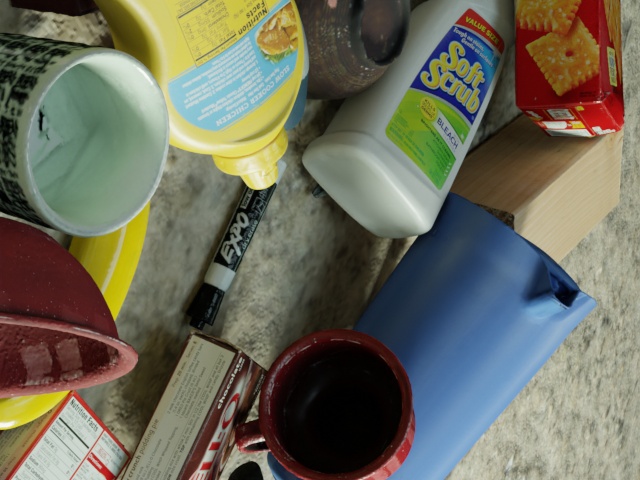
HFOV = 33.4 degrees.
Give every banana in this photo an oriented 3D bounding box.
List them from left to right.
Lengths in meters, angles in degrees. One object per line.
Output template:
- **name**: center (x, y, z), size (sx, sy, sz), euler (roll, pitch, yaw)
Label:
- **banana**: center (-0.132, 0.023, 0.566), size (0.197, 0.037, 0.069), euler (-62, 144, -16)

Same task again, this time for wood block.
- **wood block**: center (0.178, -0.037, 0.927), size (0.205, 0.090, 0.091), euler (-37, 131, -42)

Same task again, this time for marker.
- **marker**: center (-0.054, 0.001, 0.682), size (0.020, 0.020, 0.121), euler (39, 71, -53)

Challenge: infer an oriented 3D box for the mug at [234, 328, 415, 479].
- **mug**: center (0.004, 0.113, 0.666), size (0.081, 0.117, 0.093), euler (60, 13, -68)

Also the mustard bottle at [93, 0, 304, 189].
- **mustard bottle**: center (-0.055, -0.100, 0.510), size (0.096, 0.058, 0.191), euler (-43, 136, -23)

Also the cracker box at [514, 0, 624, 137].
- **cracker box**: center (0.200, -0.198, 0.841), size (0.164, 0.072, 0.214), euler (8, 83, -69)

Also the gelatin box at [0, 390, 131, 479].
- **gelatin box**: center (-0.153, 0.132, 0.588), size (0.089, 0.030, 0.073), euler (-57, 142, -27)

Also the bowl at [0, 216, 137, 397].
- **bowl**: center (-0.159, 0.027, 0.454), size (0.161, 0.162, 0.055), euler (26, 56, -55)

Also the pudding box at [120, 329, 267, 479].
- **pudding box**: center (-0.077, 0.118, 0.656), size (0.090, 0.039, 0.113), euler (65, 46, -74)

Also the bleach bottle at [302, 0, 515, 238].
- **bleach bottle**: center (0.083, -0.127, 0.778), size (0.102, 0.068, 0.250), euler (44, 58, -29)

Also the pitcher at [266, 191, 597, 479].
- **pitcher**: center (0.070, 0.093, 0.774), size (0.243, 0.145, 0.149), euler (-52, 158, 1)
